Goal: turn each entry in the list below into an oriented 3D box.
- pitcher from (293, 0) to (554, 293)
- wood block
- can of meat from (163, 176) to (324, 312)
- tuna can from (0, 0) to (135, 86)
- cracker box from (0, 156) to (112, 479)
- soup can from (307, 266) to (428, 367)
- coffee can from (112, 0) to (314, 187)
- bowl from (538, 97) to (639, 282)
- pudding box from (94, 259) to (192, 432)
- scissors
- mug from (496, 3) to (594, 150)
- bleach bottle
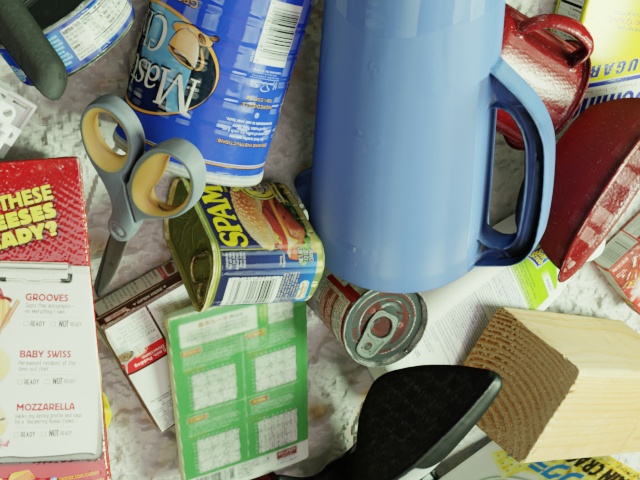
[{"bbox_3d":[0.067,-0.089,0.703,0.149,0.145,0.243,-10,134,-11],"label":"pitcher"},{"bbox_3d":[0.212,0.121,0.893,0.205,0.090,0.091,10,115,-48],"label":"wood block"},{"bbox_3d":[-0.055,0.001,0.752,0.083,0.102,0.057,-1,130,-27],"label":"can of meat"},{"bbox_3d":[-0.157,-0.133,0.654,0.086,0.086,0.033,-36,124,-6],"label":"tuna can"},{"bbox_3d":[-0.227,0.059,0.681,0.164,0.072,0.214,-7,95,-18],"label":"cracker box"},{"bbox_3d":[0.028,0.042,0.807,0.068,0.102,0.068,-10,116,-21],"label":"soup can"},{"bbox_3d":[-0.068,-0.118,0.691,0.102,0.103,0.140,10,108,-28],"label":"coffee can"},{"bbox_3d":[0.204,-0.049,0.802,0.162,0.055,0.162,-47,159,-24],"label":"bowl"},{"bbox_3d":[-0.109,0.076,0.800,0.090,0.039,0.113,-31,124,-12],"label":"pudding box"},{"bbox_3d":[-0.139,-0.027,0.694,0.096,0.202,0.016,49,51,-8],"label":"scissors"},{"bbox_3d":[0.145,-0.129,0.781,0.081,0.117,0.093,25,60,-26],"label":"mug"},{"bbox_3d":[0.149,0.041,0.887,0.250,0.068,0.102,-34,125,-10],"label":"bleach bottle"}]
